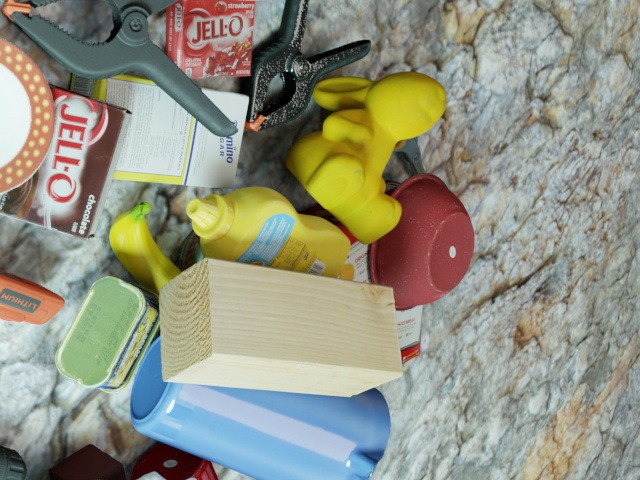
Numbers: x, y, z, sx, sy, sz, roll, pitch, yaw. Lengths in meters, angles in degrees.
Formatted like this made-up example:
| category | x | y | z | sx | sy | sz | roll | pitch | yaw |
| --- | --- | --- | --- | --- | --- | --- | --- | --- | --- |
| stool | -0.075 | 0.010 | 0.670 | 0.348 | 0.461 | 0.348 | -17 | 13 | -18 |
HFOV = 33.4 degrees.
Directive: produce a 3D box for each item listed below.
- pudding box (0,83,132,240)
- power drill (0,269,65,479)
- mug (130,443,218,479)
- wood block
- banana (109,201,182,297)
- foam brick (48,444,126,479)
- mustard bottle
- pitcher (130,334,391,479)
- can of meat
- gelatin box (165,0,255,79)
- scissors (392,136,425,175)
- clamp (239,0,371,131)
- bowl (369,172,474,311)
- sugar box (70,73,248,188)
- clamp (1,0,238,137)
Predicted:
| category | x | y | z | sx | sy | sz | roll | pitch | yaw |
| --- | --- | --- | --- | --- | --- | --- | --- | --- | --- |
| pudding box | -0.213 | -0.066 | 0.868 | 0.039 | 0.090 | 0.113 | -70 | 177 | -84 |
| power drill | -0.287 | 0.117 | 0.884 | 0.184 | 0.057 | 0.187 | 32 | 79 | -53 |
| mug | -0.141 | 0.262 | 1.069 | 0.093 | 0.117 | 0.081 | -16 | 119 | 2 |
| wood block | -0.035 | 0.084 | 0.979 | 0.205 | 0.090 | 0.091 | 10 | 63 | -35 |
| banana | -0.143 | 0.033 | 1.000 | 0.037 | 0.070 | 0.197 | -58 | 138 | -23 |
| foam brick | -0.217 | 0.244 | 1.018 | 0.051 | 0.053 | 0.078 | -31 | 127 | -37 |
| mustard bottle | -0.057 | 0.001 | 1.006 | 0.096 | 0.058 | 0.191 | -51 | 140 | 8 |
| pitcher | -0.065 | 0.172 | 1.069 | 0.242 | 0.149 | 0.145 | 25 | 46 | -26 |
| can of meat | -0.188 | 0.084 | 0.952 | 0.102 | 0.057 | 0.084 | -64 | 175 | -7 |
| gelatin box | -0.102 | -0.189 | 0.988 | 0.089 | 0.030 | 0.073 | -12 | 114 | -46 |
| scissors | 0.115 | -0.120 | 1.247 | 0.096 | 0.016 | 0.201 | -59 | 149 | -1 |
| clamp | -0.019 | -0.174 | 1.076 | 0.120 | 0.039 | 0.171 | 33 | 83 | -30 |
| bowl | 0.125 | 0.008 | 1.197 | 0.161 | 0.055 | 0.162 | -21 | 118 | -45 |
| sugar box | -0.146 | -0.099 | 0.964 | 0.175 | 0.048 | 0.093 | 3 | 101 | -52 |
| clamp | -0.151 | -0.166 | 0.875 | 0.209 | 0.036 | 0.164 | -3 | 98 | -24 |
